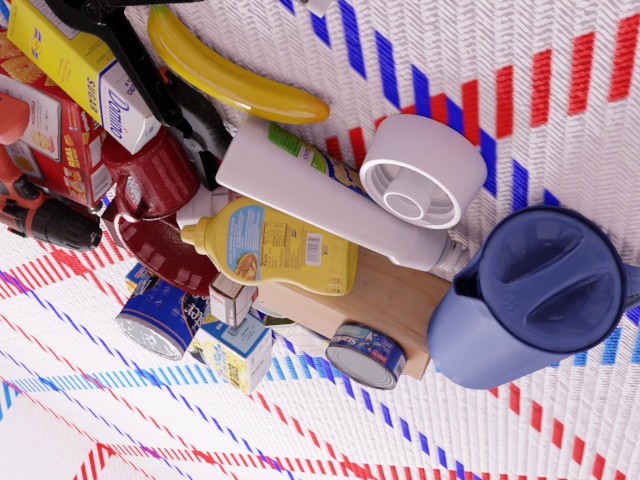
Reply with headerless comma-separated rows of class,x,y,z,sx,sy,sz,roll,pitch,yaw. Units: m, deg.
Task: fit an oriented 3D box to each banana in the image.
banana,-0.085,-0.154,0.975,0.197,0.037,0.070,32,156,-6

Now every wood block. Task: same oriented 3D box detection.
wood block,0.041,0.063,1.195,0.206,0.090,0.091,25,155,11

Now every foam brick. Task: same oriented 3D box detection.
foam brick,-0.243,-0.023,1.390,0.051,0.053,0.078,22,156,18

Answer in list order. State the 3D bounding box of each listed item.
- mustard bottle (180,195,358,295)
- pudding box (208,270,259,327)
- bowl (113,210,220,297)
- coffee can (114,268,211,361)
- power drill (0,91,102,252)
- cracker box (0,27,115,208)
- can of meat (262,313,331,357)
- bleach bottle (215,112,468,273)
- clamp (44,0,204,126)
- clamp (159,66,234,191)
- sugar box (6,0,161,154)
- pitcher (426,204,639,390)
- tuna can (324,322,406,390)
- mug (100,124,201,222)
mustard bottle,-0.057,0.001,1.131,0.192,0.096,0.058,6,-173,16
pudding box,-0.086,0.037,1.256,0.039,0.113,0.090,28,156,11
bowl,-0.172,-0.002,1.306,0.162,0.055,0.162,25,151,15
coffee can,-0.193,0.074,1.415,0.103,0.140,0.103,24,156,12
power drill,-0.331,-0.074,1.164,0.185,0.057,0.188,19,142,22
cracker box,-0.331,-0.148,1.193,0.214,0.072,0.164,24,142,16
can of meat,-0.012,0.107,1.384,0.083,0.057,0.102,37,156,-23
bleach bottle,0.026,-0.037,1.031,0.250,0.068,0.102,26,-160,-7
clamp,-0.189,-0.202,0.952,0.210,0.036,0.165,31,137,15
clamp,-0.125,-0.107,1.112,0.120,0.039,0.171,-10,129,49
sugar box,-0.229,-0.171,1.051,0.176,0.048,0.093,45,155,0
pitcher,0.191,0.068,1.012,0.149,0.145,0.243,40,160,5
tuna can,0.050,0.126,1.154,0.086,0.033,0.086,24,155,12
mug,-0.192,-0.074,1.161,0.093,0.117,0.081,4,142,27
